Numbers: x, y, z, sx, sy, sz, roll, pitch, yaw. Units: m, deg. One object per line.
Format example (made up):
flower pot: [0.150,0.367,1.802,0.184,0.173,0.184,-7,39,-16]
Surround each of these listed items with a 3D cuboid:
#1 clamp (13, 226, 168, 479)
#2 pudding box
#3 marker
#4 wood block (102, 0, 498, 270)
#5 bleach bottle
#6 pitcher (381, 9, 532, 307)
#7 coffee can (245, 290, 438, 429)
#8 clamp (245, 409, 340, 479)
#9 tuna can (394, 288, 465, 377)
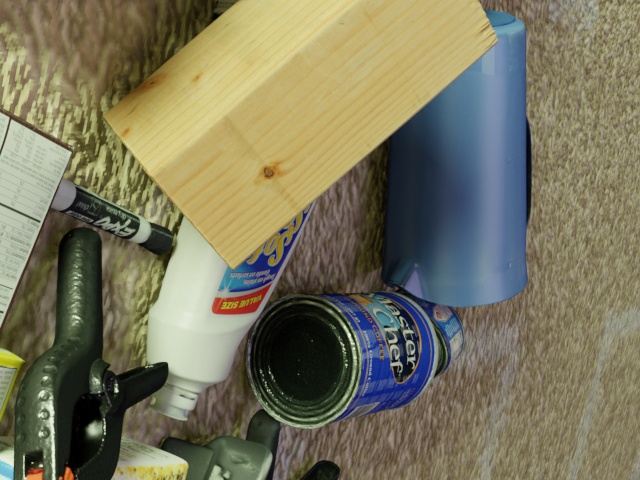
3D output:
clamp: [-0.133,0.072,0.588,0.171,0.039,0.120,-76,144,-64]
pudding box: [-0.181,-0.015,0.531,0.090,0.039,0.113,34,76,-60]
marker: [-0.126,-0.014,0.643,0.121,0.020,0.020,31,77,-60]
wood block: [-0.012,-0.094,0.626,0.206,0.090,0.090,-41,128,-3]
bleach bottle: [-0.055,0.001,0.731,0.102,0.068,0.251,27,83,-60]
pitcher: [0.126,-0.076,0.939,0.149,0.145,0.243,-86,175,-68]
coffee can: [0.020,0.092,0.860,0.140,0.103,0.103,3,101,-60]
clamp: [-0.053,0.252,0.879,0.164,0.036,0.210,40,71,-58]
tuna can: [0.090,0.087,0.994,0.033,0.086,0.086,-39,135,-43]
